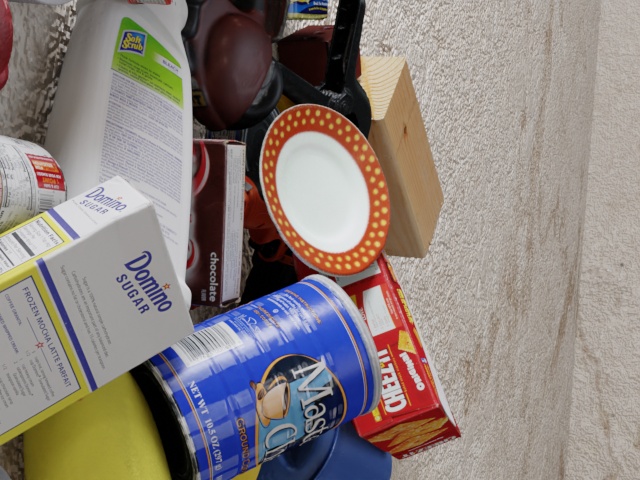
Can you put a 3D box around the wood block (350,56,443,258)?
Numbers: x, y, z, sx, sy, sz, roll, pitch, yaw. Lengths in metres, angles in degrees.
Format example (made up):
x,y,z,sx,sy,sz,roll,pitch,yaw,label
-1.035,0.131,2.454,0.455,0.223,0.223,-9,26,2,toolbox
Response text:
x,y,z,sx,sy,sz,roll,pitch,yaw,label
0.058,-0.082,1.099,0.206,0.090,0.090,68,34,-46,wood block

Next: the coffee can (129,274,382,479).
x,y,z,sx,sy,sz,roll,pitch,yaw,label
-0.045,0.094,0.706,0.140,0.103,0.103,-22,119,-26,coffee can

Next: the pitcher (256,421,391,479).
x,y,z,sx,sy,sz,roll,pitch,yaw,label
-0.014,0.165,0.914,0.149,0.145,0.242,-38,154,1,pitcher

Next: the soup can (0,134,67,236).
x,y,z,sx,sy,sz,roll,pitch,yaw,label
-0.186,-0.025,0.546,0.102,0.069,0.068,6,87,-68,soup can

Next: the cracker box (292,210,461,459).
x,y,z,sx,sy,sz,roll,pitch,yaw,label
0.050,0.089,0.887,0.213,0.072,0.164,56,13,-70,cracker box

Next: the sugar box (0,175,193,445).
x,y,z,sx,sy,sz,roll,pitch,yaw,label
-0.157,0.047,0.539,0.176,0.048,0.093,-31,131,-24,sugar box

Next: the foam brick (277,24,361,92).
x,y,z,sx,sy,sz,roll,pitch,yaw,label
0.001,-0.169,0.996,0.078,0.053,0.051,-45,134,-59,foam brick

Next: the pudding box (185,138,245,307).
x,y,z,sx,sy,sz,roll,pitch,yaw,label
-0.099,-0.014,0.728,0.039,0.090,0.113,-14,106,-67,pudding box

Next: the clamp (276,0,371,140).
x,y,z,sx,sy,sz,roll,pitch,yaw,label
0.013,-0.133,0.936,0.120,0.039,0.171,-43,141,-14,clamp

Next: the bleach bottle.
x,y,z,sx,sy,sz,roll,pitch,yaw,label
-0.119,-0.078,0.673,0.102,0.068,0.251,31,53,-43,bleach bottle

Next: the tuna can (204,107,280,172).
x,y,z,sx,sy,sz,roll,pitch,yaw,label
-0.061,-0.078,0.883,0.086,0.034,0.086,3,90,-67,tuna can

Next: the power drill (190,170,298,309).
x,y,z,sx,sy,sz,roll,pitch,yaw,label
-0.055,0.001,0.839,0.187,0.057,0.184,-15,131,-62,power drill
